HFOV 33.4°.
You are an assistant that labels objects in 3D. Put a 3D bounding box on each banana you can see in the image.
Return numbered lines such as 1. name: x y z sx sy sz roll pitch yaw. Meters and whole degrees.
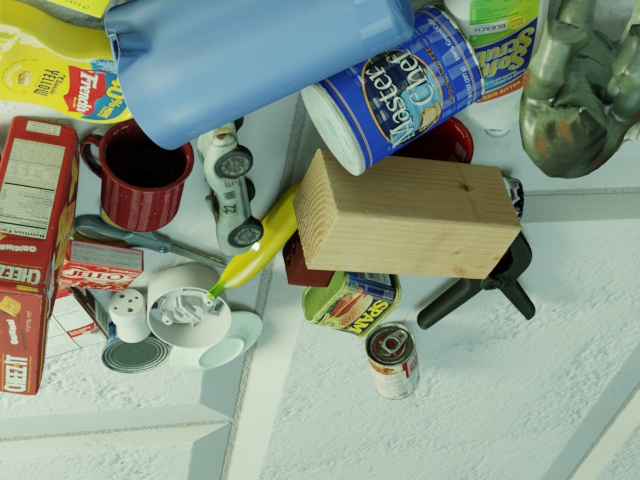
1. banana: -0.056 -0.004 1.201 0.037 0.069 0.198 37 120 -6

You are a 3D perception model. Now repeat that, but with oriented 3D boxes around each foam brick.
1. foam brick: -0.008 0.011 1.242 0.051 0.053 0.078 3 139 -20

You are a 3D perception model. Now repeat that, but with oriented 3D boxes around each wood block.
1. wood block: 0.087 -0.025 1.097 0.205 0.091 0.090 4 140 -22

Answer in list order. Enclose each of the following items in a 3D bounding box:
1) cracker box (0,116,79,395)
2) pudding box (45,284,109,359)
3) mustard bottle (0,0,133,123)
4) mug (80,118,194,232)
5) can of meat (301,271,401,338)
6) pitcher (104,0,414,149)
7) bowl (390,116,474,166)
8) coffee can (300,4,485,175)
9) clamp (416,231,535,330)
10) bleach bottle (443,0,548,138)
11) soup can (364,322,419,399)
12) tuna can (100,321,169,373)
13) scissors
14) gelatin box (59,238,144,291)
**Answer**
1. cracker box: -0.282 0.015 1.024 0.072 0.213 0.164 8 138 -10
2. pudding box: -0.312 0.090 1.267 0.090 0.039 0.113 -16 141 5
3. mustard bottle: -0.215 -0.151 0.963 0.191 0.058 0.096 13 137 -31
4. mug: -0.188 -0.067 1.068 0.117 0.093 0.082 24 143 2
5. can of meat: 0.037 0.071 1.331 0.083 0.057 0.102 17 134 -30
6. pitcher: -0.046 -0.177 0.909 0.243 0.149 0.145 -19 121 16
7. bowl: 0.076 -0.098 1.122 0.162 0.055 0.162 -8 143 -6
8. coffee can: 0.066 -0.139 0.991 0.140 0.103 0.103 -32 144 -8
9. clamp: 0.207 0.048 1.367 0.164 0.036 0.210 -9 141 -6
10. bleach bottle: 0.175 -0.189 1.029 0.102 0.068 0.251 -13 146 4
11. soup can: 0.100 0.167 1.467 0.068 0.068 0.102 -14 144 1
12. tuna can: -0.234 0.132 1.347 0.086 0.034 0.086 -8 143 -6
13. scissors: -0.177 -0.007 1.195 0.201 0.016 0.096 10 142 -27
14. gelatin box: -0.252 0.030 1.196 0.089 0.030 0.073 9 155 -27
